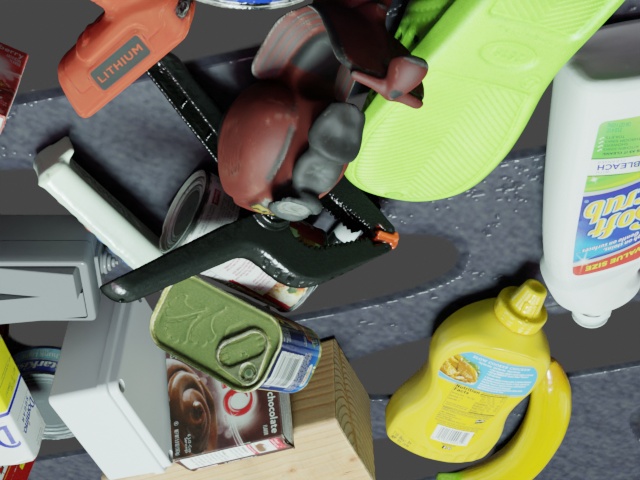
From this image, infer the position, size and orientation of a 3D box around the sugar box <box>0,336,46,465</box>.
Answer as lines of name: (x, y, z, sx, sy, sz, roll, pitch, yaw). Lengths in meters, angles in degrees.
sugar box: (-0.275, 0.099, 0.781, 0.093, 0.048, 0.176, -5, 130, 8)

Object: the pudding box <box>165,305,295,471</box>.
pudding box: (-0.071, 0.115, 0.832, 0.090, 0.113, 0.039, -16, 151, 12)

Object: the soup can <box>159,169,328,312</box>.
soup can: (-0.055, 0.001, 0.759, 0.102, 0.068, 0.069, 27, 126, -23)

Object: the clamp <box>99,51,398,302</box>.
clamp: (-0.043, -0.013, 0.706, 0.209, 0.164, 0.036, 23, 162, -26)

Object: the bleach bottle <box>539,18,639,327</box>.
bleach bottle: (0.207, -0.031, 0.743, 0.102, 0.068, 0.251, -10, 136, -2)

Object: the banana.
banana: (0.177, 0.177, 0.946, 0.069, 0.037, 0.198, 17, 130, -17)

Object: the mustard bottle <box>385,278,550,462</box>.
mustard bottle: (0.130, 0.102, 0.862, 0.096, 0.058, 0.192, 16, 130, -13)

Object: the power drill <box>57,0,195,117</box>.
power drill: (-0.180, -0.158, 0.618, 0.185, 0.057, 0.187, -32, 126, 25)

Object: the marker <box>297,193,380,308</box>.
marker: (0.008, 0.008, 0.800, 0.020, 0.020, 0.121, 23, 128, -21)

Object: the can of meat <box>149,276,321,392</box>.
can of meat: (-0.058, 0.071, 0.773, 0.102, 0.057, 0.083, 25, 179, 25)

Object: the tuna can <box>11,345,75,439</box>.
tuna can: (-0.228, 0.127, 0.893, 0.086, 0.033, 0.086, -1, 132, -1)

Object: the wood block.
wood block: (-0.068, 0.167, 0.895, 0.206, 0.091, 0.090, -17, 131, 14)
